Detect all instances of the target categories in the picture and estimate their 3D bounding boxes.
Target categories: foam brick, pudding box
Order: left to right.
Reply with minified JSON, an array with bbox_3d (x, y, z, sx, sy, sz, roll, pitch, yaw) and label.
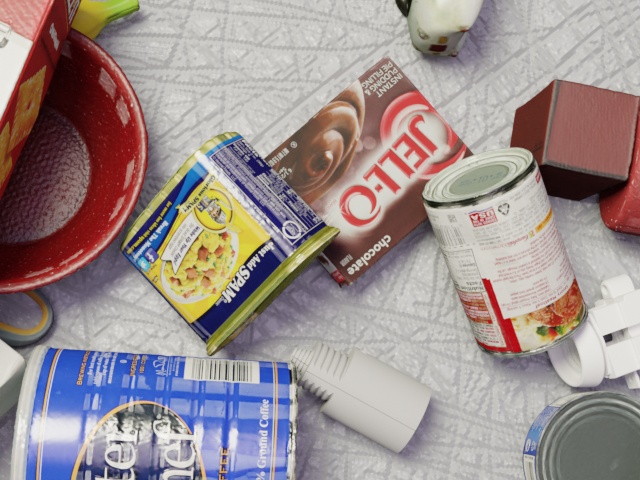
[{"bbox_3d":[0.027,-0.041,0.641,0.113,0.039,0.090,-41,89,-9],"label":"pudding box"},{"bbox_3d":[0.148,-0.058,0.637,0.051,0.078,0.053,11,83,-5],"label":"foam brick"}]

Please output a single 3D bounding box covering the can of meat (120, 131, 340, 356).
[{"bbox_3d":[-0.054,0.001,0.603,0.084,0.057,0.102,46,118,4],"label":"can of meat"}]

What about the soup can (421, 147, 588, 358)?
[{"bbox_3d":[0.105,0.007,0.611,0.068,0.068,0.102,-27,110,-9],"label":"soup can"}]

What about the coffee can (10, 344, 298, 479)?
[{"bbox_3d":[-0.087,0.112,0.578,0.140,0.103,0.103,4,82,-6],"label":"coffee can"}]

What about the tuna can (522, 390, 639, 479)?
[{"bbox_3d":[0.165,0.132,0.635,0.086,0.034,0.086,1,82,-6],"label":"tuna can"}]

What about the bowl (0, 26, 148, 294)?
[{"bbox_3d":[-0.179,-0.046,0.611,0.162,0.055,0.162,1,79,-6],"label":"bowl"}]
